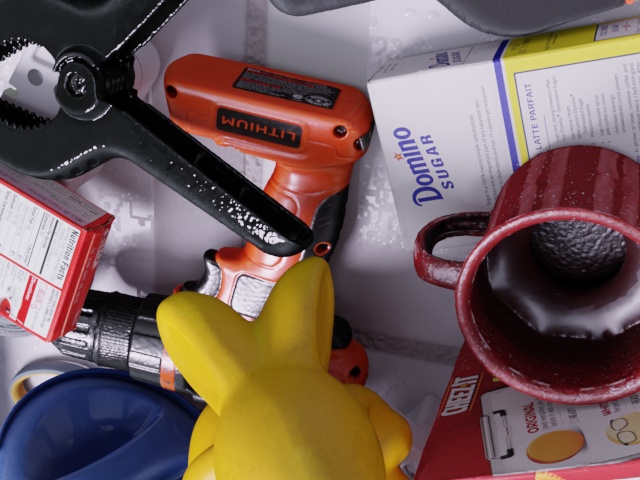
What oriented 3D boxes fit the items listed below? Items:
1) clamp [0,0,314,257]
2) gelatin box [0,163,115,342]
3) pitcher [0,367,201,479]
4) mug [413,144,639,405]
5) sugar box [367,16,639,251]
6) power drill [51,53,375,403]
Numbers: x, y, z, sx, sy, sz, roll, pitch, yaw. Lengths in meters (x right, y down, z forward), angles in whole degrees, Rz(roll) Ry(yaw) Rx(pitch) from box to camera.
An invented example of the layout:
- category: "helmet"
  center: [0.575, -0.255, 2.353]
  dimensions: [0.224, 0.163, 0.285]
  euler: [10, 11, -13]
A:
- category: "clamp"
  center: [-0.098, -0.065, 0.497]
  dimensions: [0.210, 0.036, 0.164]
  euler: [-6, 101, 23]
- category: "gelatin box"
  center: [-0.157, 0.000, 0.550]
  dimensions: [0.089, 0.030, 0.073]
  euler: [29, 117, 9]
- category: "pitcher"
  center: [-0.143, 0.197, 0.641]
  dimensions: [0.149, 0.144, 0.243]
  euler: [33, 129, 1]
- category: "mug"
  center: [0.099, 0.009, 0.465]
  dimensions: [0.117, 0.081, 0.093]
  euler: [5, 120, 15]
- category: "sugar box"
  center: [0.118, -0.052, 0.504]
  dimensions: [0.176, 0.048, 0.093]
  euler: [-5, 113, 23]
- category: "power drill"
  center: [-0.054, 0.001, 0.566]
  dimensions: [0.184, 0.057, 0.188]
  euler: [11, 118, 1]
